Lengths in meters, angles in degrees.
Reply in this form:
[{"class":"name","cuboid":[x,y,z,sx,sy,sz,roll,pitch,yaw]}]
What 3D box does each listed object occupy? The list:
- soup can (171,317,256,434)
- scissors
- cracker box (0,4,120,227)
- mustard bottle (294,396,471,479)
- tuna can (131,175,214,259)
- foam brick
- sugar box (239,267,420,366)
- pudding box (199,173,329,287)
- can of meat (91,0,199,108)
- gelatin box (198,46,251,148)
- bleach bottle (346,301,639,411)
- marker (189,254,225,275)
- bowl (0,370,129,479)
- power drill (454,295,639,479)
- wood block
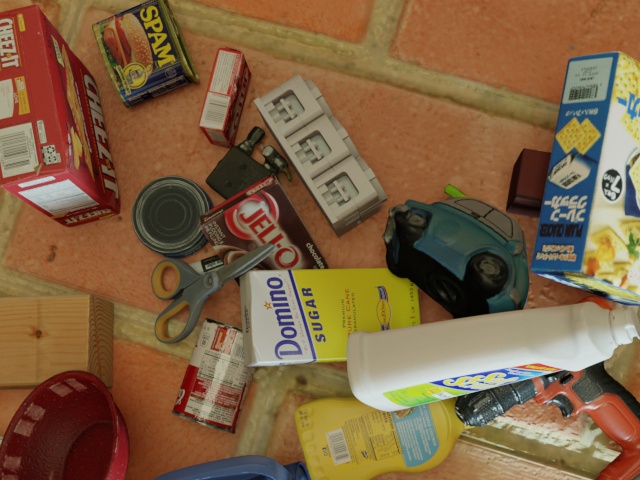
[{"class":"soup can","cuboid":[-0.102,0.137,1.081,0.068,0.068,0.102,17,82,7]},{"class":"scissors","cuboid":[-0.117,0.029,1.070,0.202,0.016,0.096,-47,56,35]},{"class":"cracker box","cuboid":[-0.265,-0.115,1.060,0.072,0.213,0.164,-12,81,1]},{"class":"mustard bottle","cuboid":[0.077,0.186,1.062,0.191,0.058,0.096,-16,85,2]},{"class":"tuna can","cuboid":[-0.155,-0.025,1.127,0.086,0.033,0.086,-1,81,5]},{"class":"foam brick","cuboid":[0.221,-0.056,1.079,0.053,0.078,0.051,10,81,4]},{"class":"sugar box","cuboid":[0.011,0.075,1.062,0.176,0.048,0.093,-1,79,-20]},{"class":"pudding box","cuboid":[-0.057,0.001,1.086,0.090,0.039,0.113,-30,114,4]},{"class":"can of meat","cuboid":[-0.188,-0.203,1.147,0.084,0.057,0.102,-22,79,4]},{"class":"gelatin box","cuboid":[-0.099,-0.149,1.122,0.030,0.073,0.089,13,82,5]},{"class":"bleach bottle","cuboid":[0.156,0.097,0.957,0.251,0.102,0.068,-15,64,24]},{"class":"marker","cuboid":[-0.081,0.014,1.122,0.121,0.020,0.020,-19,80,2]},{"class":"bowl","cuboid":[-0.232,0.207,1.006,0.162,0.055,0.162,-18,58,31]},{"class":"power drill","cuboid":[0.245,0.173,1.028,0.184,0.057,0.187,-35,92,-7]},{"class":"wood block","cuboid":[-0.325,0.107,1.093,0.206,0.090,0.091,-2,80,5]}]
